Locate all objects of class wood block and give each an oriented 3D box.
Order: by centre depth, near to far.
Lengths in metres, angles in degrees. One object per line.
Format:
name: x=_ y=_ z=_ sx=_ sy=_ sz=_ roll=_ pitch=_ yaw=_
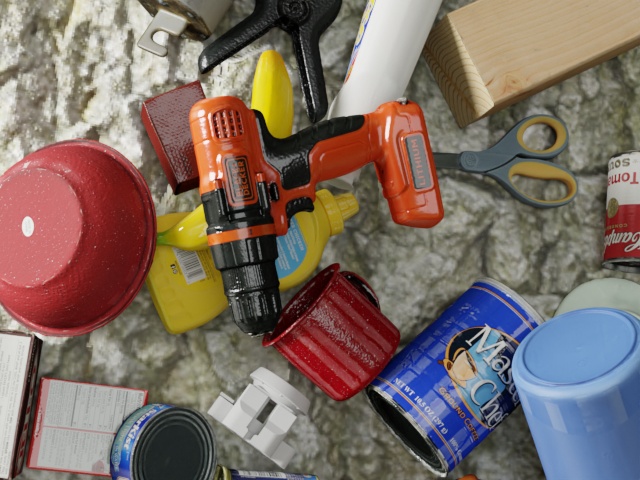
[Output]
wood block: x=0.208 y=-0.190 z=0.965 sx=0.206 sy=0.090 sz=0.091 roll=-26 pitch=88 yaw=-13

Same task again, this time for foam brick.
foam brick: x=-0.114 y=-0.086 z=0.903 sx=0.053 sy=0.051 sz=0.078 roll=-22 pitch=87 yaw=-13

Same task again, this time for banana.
banana: x=-0.065 y=-0.063 z=0.863 sx=0.069 sy=0.037 sz=0.197 roll=34 pitch=74 yaw=-8

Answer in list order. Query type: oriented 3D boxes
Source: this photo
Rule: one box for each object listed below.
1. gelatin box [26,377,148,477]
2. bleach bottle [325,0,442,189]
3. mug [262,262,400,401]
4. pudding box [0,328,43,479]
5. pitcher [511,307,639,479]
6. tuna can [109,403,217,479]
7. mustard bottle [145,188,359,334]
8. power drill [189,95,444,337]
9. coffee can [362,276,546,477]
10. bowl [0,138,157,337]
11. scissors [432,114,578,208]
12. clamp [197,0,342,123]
gelatin box: x=-0.188 y=0.152 z=0.867 sx=0.089 sy=0.030 sz=0.073 roll=9 pitch=80 yaw=-13
bleach bottle: x=0.058 y=-0.165 z=0.923 sx=0.068 sy=0.103 sz=0.251 roll=21 pitch=79 yaw=-7
mug: x=0.016 y=0.073 z=0.898 sx=0.081 sy=0.093 sz=0.117 roll=43 pitch=40 yaw=-8
pudding box: x=-0.243 y=0.127 z=0.827 sx=0.039 sy=0.090 sz=0.113 roll=7 pitch=81 yaw=-11
pitcher: x=0.250 y=0.173 z=0.852 sx=0.149 sy=0.145 sz=0.243 roll=-36 pitch=118 yaw=-21
tuna can: x=-0.126 y=0.174 z=0.855 sx=0.085 sy=0.034 sz=0.086 roll=1 pitch=89 yaw=-45
mustard bottle: x=-0.056 y=0.001 z=0.900 sx=0.191 sy=0.058 sz=0.096 roll=-22 pitch=82 yaw=-13
power drill: x=0.000 y=-0.030 z=0.830 sx=0.187 sy=0.057 sz=0.184 roll=-11 pitch=91 yaw=-21
coffee can: x=0.120 y=0.114 z=0.899 sx=0.140 sy=0.103 sz=0.103 roll=-41 pitch=92 yaw=-14
bowl: x=-0.211 y=-0.006 z=0.833 sx=0.162 sy=0.055 sz=0.162 roll=-3 pitch=81 yaw=19
scissors: x=0.146 y=-0.088 z=0.976 sx=0.201 sy=0.016 sz=0.096 roll=18 pitch=78 yaw=-9
clamp: x=-0.020 y=-0.190 z=0.944 sx=0.120 sy=0.039 sz=0.171 roll=33 pitch=77 yaw=-16
